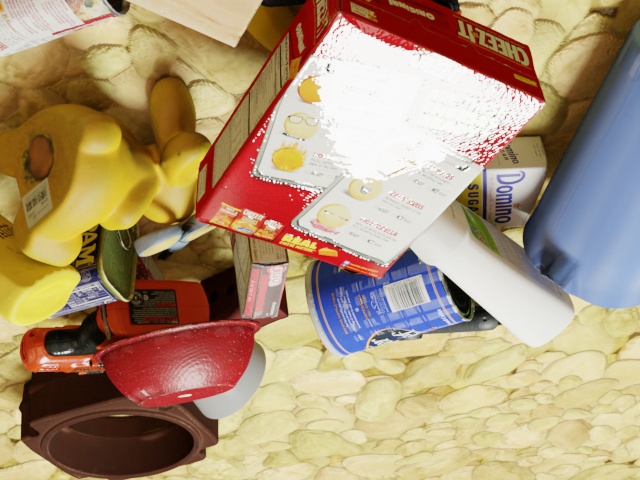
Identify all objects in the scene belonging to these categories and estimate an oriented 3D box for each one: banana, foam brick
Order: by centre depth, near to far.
[{"bbox_3d":[-0.039,-0.194,0.763,0.069,0.037,0.198,-5,145,-2],"label":"banana"},{"bbox_3d":[-0.080,0.060,1.104,0.078,0.053,0.051,-24,142,21],"label":"foam brick"}]

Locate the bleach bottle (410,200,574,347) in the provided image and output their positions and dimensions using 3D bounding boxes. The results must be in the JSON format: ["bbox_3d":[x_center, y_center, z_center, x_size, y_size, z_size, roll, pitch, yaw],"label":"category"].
[{"bbox_3d":[0.134,0.008,0.965,0.068,0.103,0.250,-43,133,14],"label":"bleach bottle"}]

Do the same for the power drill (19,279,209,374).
[{"bbox_3d":[-0.188,0.093,1.079,0.184,0.057,0.188,0,160,-36],"label":"power drill"}]

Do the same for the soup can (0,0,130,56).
[{"bbox_3d":[-0.193,-0.173,0.740,0.102,0.068,0.068,-16,144,13],"label":"soup can"}]

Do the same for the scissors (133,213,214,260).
[{"bbox_3d":[-0.144,0.006,0.965,0.096,0.016,0.202,-21,176,-34],"label":"scissors"}]

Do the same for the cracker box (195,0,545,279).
[{"bbox_3d":[0.028,-0.077,0.767,0.164,0.072,0.214,18,134,-23],"label":"cracker box"}]

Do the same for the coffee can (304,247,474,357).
[{"bbox_3d":[0.069,0.049,1.063,0.140,0.103,0.102,-18,144,21],"label":"coffee can"}]

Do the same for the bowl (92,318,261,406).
[{"bbox_3d":[-0.130,0.120,1.008,0.162,0.055,0.162,-11,166,-3],"label":"bowl"}]

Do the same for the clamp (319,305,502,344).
[{"bbox_3d":[0.100,0.089,1.149,0.210,0.036,0.164,-6,175,6],"label":"clamp"}]

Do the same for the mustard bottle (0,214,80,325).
[{"bbox_3d":[-0.300,-0.006,0.897,0.058,0.192,0.096,-57,169,14],"label":"mustard bottle"}]

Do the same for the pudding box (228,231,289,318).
[{"bbox_3d":[-0.056,0.001,0.970,0.039,0.113,0.090,-3,146,-14],"label":"pudding box"}]

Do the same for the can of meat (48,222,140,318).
[{"bbox_3d":[-0.217,0.016,0.975,0.084,0.102,0.057,-15,139,16],"label":"can of meat"}]

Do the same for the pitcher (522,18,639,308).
[{"bbox_3d":[0.278,-0.072,0.913,0.145,0.149,0.243,7,134,-9],"label":"pitcher"}]

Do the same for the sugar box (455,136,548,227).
[{"bbox_3d":[0.113,-0.050,0.986,0.176,0.048,0.093,-1,145,-6],"label":"sugar box"}]
